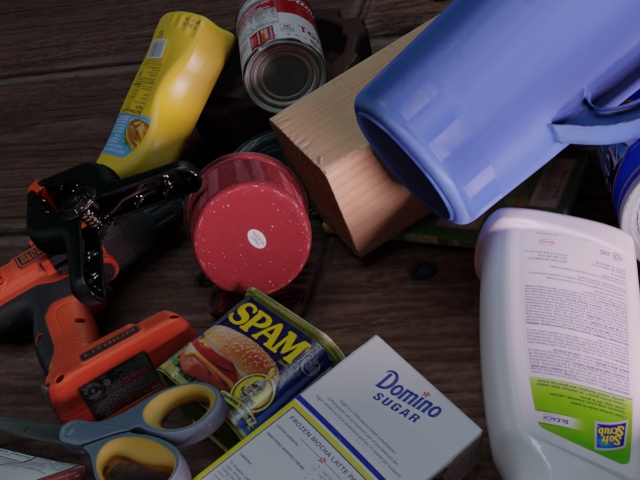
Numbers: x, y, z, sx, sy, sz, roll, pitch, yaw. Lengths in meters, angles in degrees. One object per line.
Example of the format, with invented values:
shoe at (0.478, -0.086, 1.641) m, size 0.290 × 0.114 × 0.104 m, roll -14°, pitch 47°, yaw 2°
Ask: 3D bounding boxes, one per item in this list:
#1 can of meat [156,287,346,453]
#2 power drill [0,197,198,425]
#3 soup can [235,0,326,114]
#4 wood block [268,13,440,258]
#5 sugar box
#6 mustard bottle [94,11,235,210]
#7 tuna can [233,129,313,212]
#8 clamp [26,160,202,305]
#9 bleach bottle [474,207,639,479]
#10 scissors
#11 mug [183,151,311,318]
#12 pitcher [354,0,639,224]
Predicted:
can of meat at (-0.042, 0.088, 0.679) m, size 0.083 × 0.057 × 0.102 m, roll -39°, pitch 43°, yaw -21°
power drill at (-0.154, 0.044, 0.776) m, size 0.184 × 0.057 × 0.188 m, roll -32°, pitch 38°, yaw -12°
soup can at (-0.033, -0.155, 0.866) m, size 0.068 × 0.068 × 0.102 m, roll -15°, pitch 37°, yaw 3°
wood block at (0.080, -0.092, 0.786) m, size 0.206 × 0.090 × 0.091 m, roll -33°, pitch 44°, yaw -9°
sugar box at (-0.002, 0.140, 0.600) m, size 0.176 × 0.048 × 0.093 m, roll -33°, pitch 56°, yaw -23°
mustard bottle at (-0.139, -0.092, 0.883) m, size 0.096 × 0.058 × 0.191 m, roll 16°, pitch 81°, yaw 58°
tuna can at (-0.032, -0.055, 0.864) m, size 0.086 × 0.034 × 0.086 m, roll -11°, pitch 39°, yaw 8°
clamp at (-0.168, -0.011, 0.763) m, size 0.172 × 0.039 × 0.120 m, roll 4°, pitch 47°, yaw 47°
bleach bottle at (0.131, 0.091, 0.598) m, size 0.102 × 0.068 × 0.250 m, roll 10°, pitch 44°, yaw 4°
scissors at (-0.130, 0.109, 0.653) m, size 0.096 × 0.016 × 0.202 m, roll -42°, pitch 33°, yaw -25°
mug at (-0.055, 0.001, 0.753) m, size 0.093 × 0.117 × 0.081 m, roll 22°, pitch 11°, yaw -12°
pitcher at (0.148, -0.119, 0.665) m, size 0.243 × 0.145 × 0.149 m, roll -41°, pitch 6°, yaw -4°
